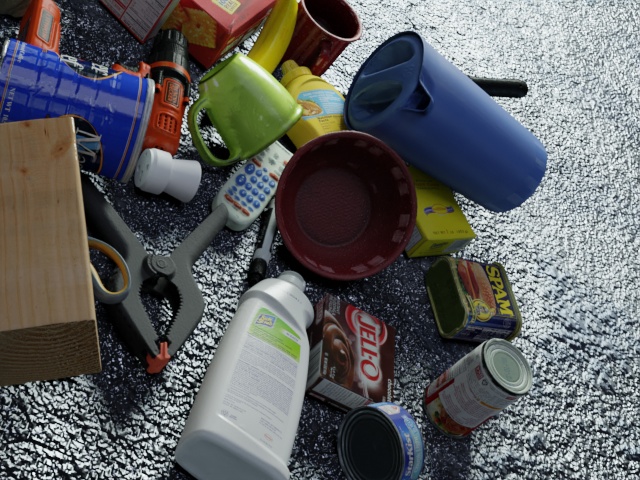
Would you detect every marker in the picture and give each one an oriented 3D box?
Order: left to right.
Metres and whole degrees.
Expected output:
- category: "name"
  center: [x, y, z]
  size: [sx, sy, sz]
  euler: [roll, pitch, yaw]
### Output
- category: "marker"
  center: [-0.057, 0.001, 1.130]
  size: [0.020, 0.020, 0.121]
  euler: [31, 42, -16]

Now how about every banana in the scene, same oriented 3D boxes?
- category: "banana"
  center: [-0.073, -0.225, 1.267]
  size: [0.037, 0.069, 0.197]
  euler: [13, 63, 25]

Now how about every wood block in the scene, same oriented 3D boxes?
- category: "wood block"
  center: [-0.240, 0.006, 0.897]
  size: [0.090, 0.091, 0.206]
  euler: [-7, 58, -11]

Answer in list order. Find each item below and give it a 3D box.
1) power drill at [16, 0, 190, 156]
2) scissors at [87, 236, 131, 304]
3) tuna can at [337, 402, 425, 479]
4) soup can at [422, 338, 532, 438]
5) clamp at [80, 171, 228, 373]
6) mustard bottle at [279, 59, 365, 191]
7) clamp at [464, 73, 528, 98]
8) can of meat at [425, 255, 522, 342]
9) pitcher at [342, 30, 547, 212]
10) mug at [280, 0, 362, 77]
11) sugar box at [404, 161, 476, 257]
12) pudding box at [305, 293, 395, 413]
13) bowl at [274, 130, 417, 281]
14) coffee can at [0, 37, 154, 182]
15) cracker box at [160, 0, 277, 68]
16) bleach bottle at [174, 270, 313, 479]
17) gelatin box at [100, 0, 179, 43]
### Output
- category: "power drill"
  center: [-0.223, -0.186, 1.121]
  size: [0.187, 0.057, 0.184]
  euler: [22, 45, -25]
- category: "scissors"
  center: [-0.254, -0.006, 0.970]
  size: [0.202, 0.016, 0.096]
  euler: [42, 58, 19]
- category: "tuna can"
  center: [0.057, 0.196, 1.007]
  size: [0.033, 0.086, 0.086]
  euler: [-3, 59, -43]
- category: "soup can"
  center: [0.164, 0.155, 1.119]
  size: [0.068, 0.102, 0.068]
  euler: [23, 44, -24]
- category: "clamp"
  center: [-0.166, 0.025, 1.005]
  size: [0.164, 0.036, 0.210]
  euler: [17, 47, -21]
- category: "mustard bottle"
  center: [0.001, -0.136, 1.266]
  size: [0.096, 0.058, 0.192]
  euler: [-11, 64, -38]
- category: "clamp"
  center: [0.187, -0.207, 1.473]
  size: [0.171, 0.120, 0.039]
  euler: [11, 71, -10]
- category: "can of meat"
  center: [0.176, 0.070, 1.239]
  size: [0.083, 0.058, 0.102]
  euler: [10, 50, -31]
- category: "pitcher"
  center: [0.151, -0.135, 1.278]
  size: [0.242, 0.145, 0.149]
  euler: [31, 49, -30]
- category: "mug"
  center: [-0.006, -0.250, 1.339]
  size: [0.093, 0.082, 0.117]
  euler: [20, 46, -27]
- category: "sugar box"
  center: [0.112, -0.065, 1.308]
  size: [0.093, 0.048, 0.176]
  euler: [-4, 61, -43]
- category: "pudding box"
  center: [0.030, 0.120, 1.086]
  size: [0.090, 0.039, 0.113]
  euler: [27, 43, -20]
- category: "bowl"
  center: [0.022, -0.037, 1.166]
  size: [0.162, 0.055, 0.162]
  euler: [0, 90, -16]
- category: "coffee can"
  center: [-0.237, -0.121, 1.001]
  size: [0.140, 0.103, 0.103]
  euler: [15, 47, -17]
- category: "cracker box"
  center: [-0.162, -0.325, 1.281]
  size: [0.213, 0.072, 0.164]
  euler: [42, 39, -2]
- category: "bleach bottle"
  center: [-0.051, 0.122, 1.001]
  size: [0.102, 0.068, 0.250]
  euler: [35, 39, -12]
- category: "gelatin box"
  center: [-0.198, -0.278, 1.197]
  size: [0.073, 0.089, 0.030]
  euler: [44, 39, 0]
